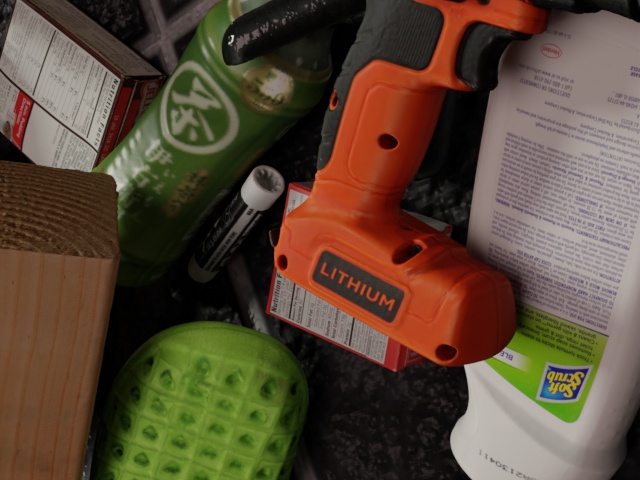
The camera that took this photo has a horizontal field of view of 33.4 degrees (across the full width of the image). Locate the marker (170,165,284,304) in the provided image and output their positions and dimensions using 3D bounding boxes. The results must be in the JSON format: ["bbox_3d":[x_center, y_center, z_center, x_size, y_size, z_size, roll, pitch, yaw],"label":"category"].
[{"bbox_3d":[-0.054,0.001,0.585,0.020,0.020,0.121,58,138,16],"label":"marker"}]

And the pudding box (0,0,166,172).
[{"bbox_3d":[-0.153,-0.088,0.654,0.114,0.039,0.090,38,118,26],"label":"pudding box"}]

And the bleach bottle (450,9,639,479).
[{"bbox_3d":[0.100,0.016,0.455,0.103,0.067,0.251,25,113,34],"label":"bleach bottle"}]

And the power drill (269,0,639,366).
[{"bbox_3d":[0.057,-0.051,0.400,0.185,0.057,0.188,28,117,35],"label":"power drill"}]

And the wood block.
[{"bbox_3d":[-0.164,0.071,0.553,0.091,0.090,0.206,-111,31,-59],"label":"wood block"}]

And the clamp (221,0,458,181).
[{"bbox_3d":[0.036,-0.116,0.467,0.172,0.120,0.039,-62,21,23],"label":"clamp"}]

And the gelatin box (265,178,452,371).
[{"bbox_3d":[0.018,0.015,0.539,0.089,0.030,0.073,22,110,36],"label":"gelatin box"}]
